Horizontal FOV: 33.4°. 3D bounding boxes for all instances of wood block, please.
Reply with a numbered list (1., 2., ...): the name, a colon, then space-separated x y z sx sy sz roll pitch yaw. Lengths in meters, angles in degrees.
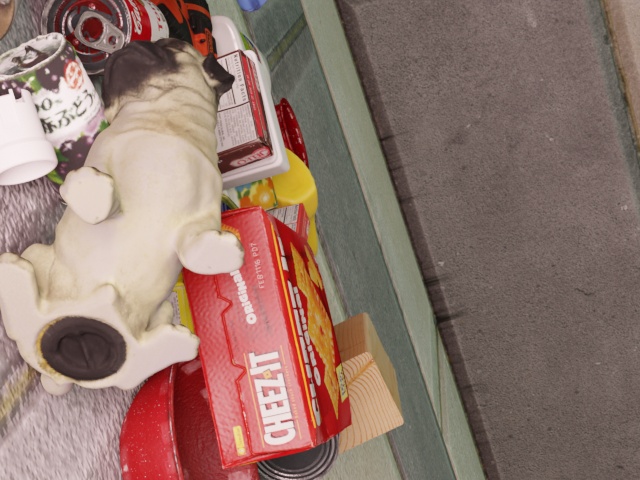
1. wood block: 0.032 0.157 1.214 0.090 0.091 0.206 64 5 -6

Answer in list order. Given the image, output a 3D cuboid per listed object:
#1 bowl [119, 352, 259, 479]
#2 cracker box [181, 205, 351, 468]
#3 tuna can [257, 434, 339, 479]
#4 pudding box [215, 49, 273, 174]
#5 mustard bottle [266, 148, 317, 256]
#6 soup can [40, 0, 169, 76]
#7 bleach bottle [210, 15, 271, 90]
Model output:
1. bowl: -0.092 0.153 0.727 0.162 0.055 0.162 -16 90 -80
2. cracker box: -0.035 0.071 0.787 0.213 0.072 0.164 40 36 -80
3. tuna can: -0.025 0.178 0.972 0.033 0.086 0.086 -78 151 -73
4. pudding box: -0.102 -0.100 0.904 0.039 0.113 0.090 43 32 -64
5. mustard bottle: -0.043 -0.020 1.171 0.096 0.058 0.192 41 -24 25
6. soup can: -0.160 -0.158 0.809 0.102 0.068 0.068 -37 110 -79
7. bleach bottle: -0.099 -0.203 1.238 0.250 0.068 0.102 -60 134 -79
